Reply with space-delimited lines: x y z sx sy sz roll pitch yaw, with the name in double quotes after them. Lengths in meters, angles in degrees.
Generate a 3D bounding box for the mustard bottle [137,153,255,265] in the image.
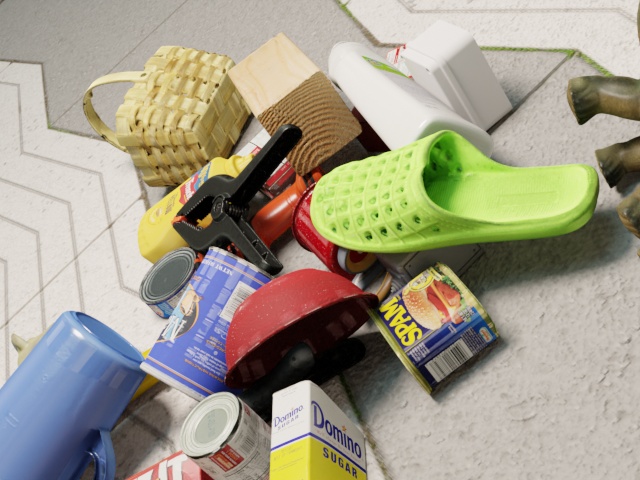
-0.145 -0.049 1.316 0.192 0.058 0.096 -35 30 30 "mustard bottle"

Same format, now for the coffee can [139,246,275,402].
-0.102 0.092 1.071 0.103 0.102 0.140 17 74 53 "coffee can"

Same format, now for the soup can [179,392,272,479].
-0.068 0.189 0.943 0.069 0.102 0.068 -27 36 21 "soup can"

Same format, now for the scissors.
0.080 -0.019 1.056 0.016 0.096 0.201 18 67 42 "scissors"

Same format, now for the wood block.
-0.034 -0.164 1.251 0.090 0.090 0.206 -36 26 3 "wood block"

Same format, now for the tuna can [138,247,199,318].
-0.174 0.051 1.281 0.086 0.033 0.086 -27 35 21 "tuna can"

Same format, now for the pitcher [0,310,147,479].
-0.279 0.202 1.089 0.243 0.149 0.145 -54 20 0 "pitcher"

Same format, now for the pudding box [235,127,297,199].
-0.054 -0.104 1.339 0.090 0.039 0.114 -44 34 -6 "pudding box"

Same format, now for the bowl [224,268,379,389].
-0.028 0.073 0.988 0.162 0.162 0.055 -34 71 10 "bowl"

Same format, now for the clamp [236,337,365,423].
-0.045 0.140 0.985 0.171 0.120 0.039 -37 66 12 "clamp"

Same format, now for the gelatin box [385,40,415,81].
0.118 -0.212 1.299 0.089 0.030 0.073 -18 40 32 "gelatin box"

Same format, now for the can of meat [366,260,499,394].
0.101 0.074 0.950 0.084 0.057 0.102 -37 32 2 "can of meat"

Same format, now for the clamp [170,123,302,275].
-0.096 -0.024 1.165 0.210 0.036 0.164 -20 58 46 "clamp"

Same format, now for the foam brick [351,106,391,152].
0.079 -0.138 1.230 0.078 0.051 0.053 1 51 46 "foam brick"

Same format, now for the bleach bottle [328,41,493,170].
0.079 -0.149 1.138 0.068 0.102 0.251 -59 36 18 "bleach bottle"

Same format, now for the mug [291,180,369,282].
0.039 -0.011 1.100 0.117 0.093 0.082 -11 31 -22 "mug"

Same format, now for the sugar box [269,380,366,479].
0.000 0.206 0.861 0.048 0.093 0.176 -25 36 22 "sugar box"

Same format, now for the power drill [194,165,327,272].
-0.058 0.001 1.198 0.188 0.057 0.184 -35 33 9 "power drill"
